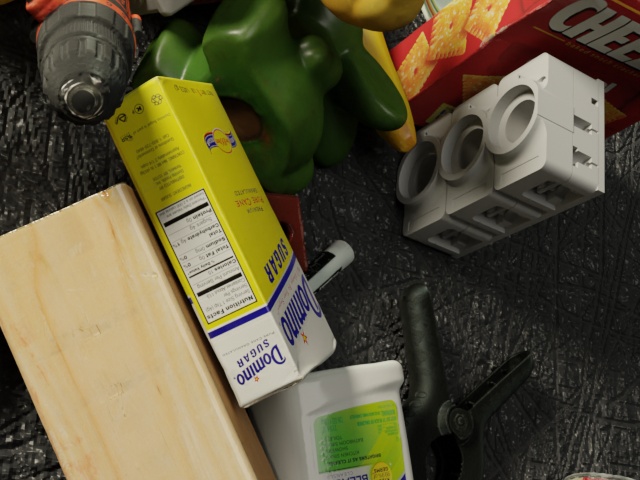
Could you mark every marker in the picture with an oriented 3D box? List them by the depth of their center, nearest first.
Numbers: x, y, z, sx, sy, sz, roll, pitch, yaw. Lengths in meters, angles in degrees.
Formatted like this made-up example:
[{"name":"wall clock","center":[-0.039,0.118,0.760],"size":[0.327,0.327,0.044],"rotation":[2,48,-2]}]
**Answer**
[{"name":"marker","center":[-0.020,0.038,0.710],"size":[0.120,0.020,0.020],"rotation":[-41,96,-37]}]

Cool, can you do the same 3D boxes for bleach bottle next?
[{"name":"bleach bottle","center":[0.025,0.205,0.649],"size":[0.102,0.068,0.251],"rotation":[-4,77,-35]}]

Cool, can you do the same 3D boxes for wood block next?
[{"name":"wood block","center":[-0.096,0.085,0.576],"size":[0.090,0.091,0.206],"rotation":[-24,85,-1]}]

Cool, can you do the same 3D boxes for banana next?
[{"name":"banana","center":[0.030,-0.155,0.793],"size":[0.037,0.069,0.198],"rotation":[-16,86,-1]}]

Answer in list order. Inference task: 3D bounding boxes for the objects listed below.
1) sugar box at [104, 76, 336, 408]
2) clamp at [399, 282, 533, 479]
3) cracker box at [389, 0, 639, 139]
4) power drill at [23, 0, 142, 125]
[{"name":"sugar box","center":[-0.052,-0.003,0.596],"size":[0.176,0.048,0.093],"rotation":[62,15,1]},{"name":"clamp","center":[0.094,0.125,0.741],"size":[0.120,0.039,0.171],"rotation":[21,68,-21]},{"name":"cracker box","center":[0.175,-0.135,0.786],"size":[0.164,0.214,0.072],"rotation":[16,63,-28]},{"name":"power drill","center":[-0.168,-0.153,0.546],"size":[0.187,0.057,0.184],"rotation":[49,9,-29]}]
